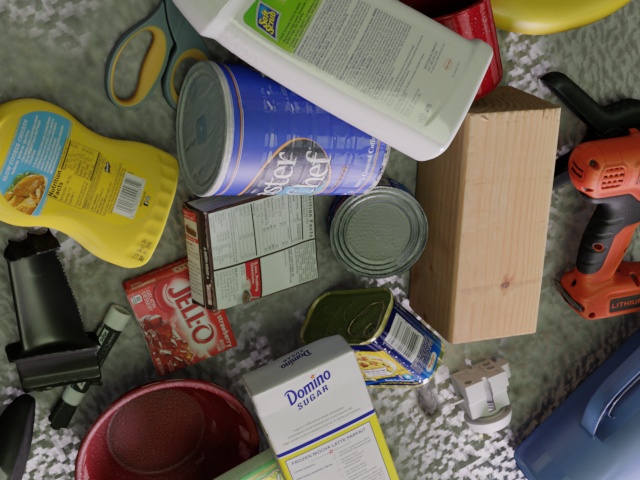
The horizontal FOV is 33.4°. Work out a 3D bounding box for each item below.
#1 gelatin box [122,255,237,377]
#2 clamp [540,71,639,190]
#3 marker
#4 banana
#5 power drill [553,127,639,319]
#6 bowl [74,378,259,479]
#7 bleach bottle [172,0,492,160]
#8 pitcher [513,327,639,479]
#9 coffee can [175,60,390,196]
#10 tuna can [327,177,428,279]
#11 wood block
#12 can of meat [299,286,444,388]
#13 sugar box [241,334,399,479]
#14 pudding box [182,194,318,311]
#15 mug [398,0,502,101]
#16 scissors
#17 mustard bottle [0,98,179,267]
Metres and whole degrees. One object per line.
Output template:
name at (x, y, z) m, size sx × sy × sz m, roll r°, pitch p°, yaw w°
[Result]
gelatin box at (-0.120, 0.063, 0.912) m, size 0.073 × 0.030 × 0.089 m, roll -22°, pitch 117°, yaw -11°
clamp at (0.257, -0.102, 0.980) m, size 0.171 × 0.039 × 0.120 m, roll -11°, pitch 125°, yaw -22°
marker at (-0.198, 0.110, 0.907) m, size 0.020 × 0.020 × 0.121 m, roll 26°, pitch 99°, yaw -27°
banana at (0.223, -0.219, 0.925) m, size 0.197 × 0.037 × 0.069 m, roll -28°, pitch 108°, yaw -8°
power drill at (0.304, -0.021, 0.999) m, size 0.184 × 0.057 × 0.188 m, roll -7°, pitch 125°, yaw -17°
bowl at (-0.138, 0.181, 0.935) m, size 0.162 × 0.055 × 0.162 m, roll -8°, pitch 115°, yaw -19°
bleach bottle at (-0.004, -0.158, 0.770) m, size 0.250 × 0.068 × 0.102 m, roll 29°, pitch 79°, yaw -14°
pitcher at (0.310, 0.172, 1.058) m, size 0.243 × 0.145 × 0.149 m, roll -42°, pitch 98°, yaw 3°
coffee can at (-0.030, -0.086, 0.836) m, size 0.140 × 0.103 × 0.103 m, roll -1°, pitch 111°, yaw -28°
tuna can at (0.049, -0.012, 0.932) m, size 0.086 × 0.034 × 0.086 m, roll -2°, pitch 111°, yaw -5°
wood block at (0.141, -0.024, 0.940) m, size 0.090 × 0.090 × 0.206 m, roll -6°, pitch 112°, yaw -19°
can of meat at (0.047, 0.088, 0.944) m, size 0.083 × 0.102 × 0.057 m, roll 41°, pitch 59°, yaw -31°
sugar box at (0.006, 0.174, 0.905) m, size 0.093 × 0.048 × 0.176 m, roll -23°, pitch 112°, yaw -10°
pudding box at (-0.056, 0.001, 0.889) m, size 0.113 × 0.039 × 0.090 m, roll -18°, pitch 113°, yaw -36°
mug at (0.092, -0.160, 0.876) m, size 0.117 × 0.093 × 0.081 m, roll -9°, pitch 122°, yaw 13°
scissors at (-0.096, -0.184, 0.831) m, size 0.096 × 0.016 × 0.202 m, roll 28°, pitch 100°, yaw -29°
mustard bottle at (-0.208, -0.053, 0.811) m, size 0.191 × 0.058 × 0.096 m, roll 23°, pitch 76°, yaw -26°
